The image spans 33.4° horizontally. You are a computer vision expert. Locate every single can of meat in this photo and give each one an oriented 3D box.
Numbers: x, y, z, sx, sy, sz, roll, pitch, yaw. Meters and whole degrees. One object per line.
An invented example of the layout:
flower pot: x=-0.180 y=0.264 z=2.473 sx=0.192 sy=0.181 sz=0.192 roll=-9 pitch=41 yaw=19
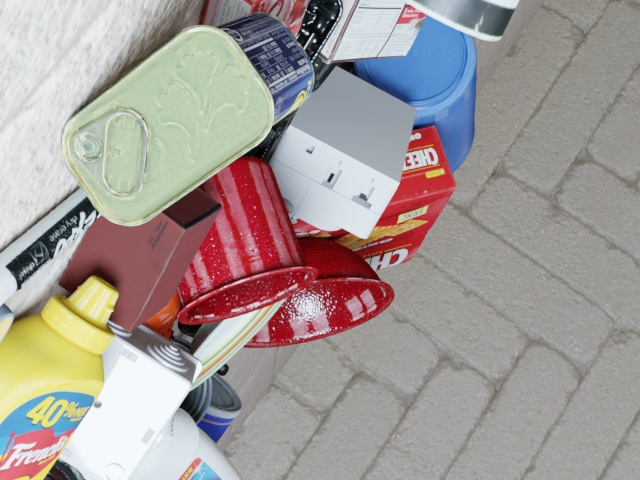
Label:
can of meat: x=-0.058 y=-0.060 z=0.500 sx=0.102 sy=0.057 sz=0.083 roll=-33 pitch=-173 yaw=23

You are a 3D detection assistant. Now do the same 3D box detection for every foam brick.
foam brick: x=-0.102 y=0.002 z=0.611 sx=0.078 sy=0.053 sz=0.051 roll=-57 pitch=174 yaw=24

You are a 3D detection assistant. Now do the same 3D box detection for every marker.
marker: x=-0.127 y=-0.008 z=0.524 sx=0.121 sy=0.020 sz=0.020 roll=-50 pitch=172 yaw=-43

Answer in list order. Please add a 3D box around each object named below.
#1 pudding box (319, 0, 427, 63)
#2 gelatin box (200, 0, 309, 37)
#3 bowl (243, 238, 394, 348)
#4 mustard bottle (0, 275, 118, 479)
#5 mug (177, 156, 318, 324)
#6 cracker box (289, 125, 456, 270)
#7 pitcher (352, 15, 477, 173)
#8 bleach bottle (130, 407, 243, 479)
pudding box: x=0.043 y=-0.176 z=0.719 sx=0.089 sy=0.039 sz=0.114 roll=-14 pitch=139 yaw=-47
gelatin box: x=-0.034 y=-0.123 z=0.574 sx=0.073 sy=0.030 sz=0.089 roll=-51 pitch=172 yaw=-34
bowl: x=-0.019 y=0.041 z=0.928 sx=0.162 sy=0.055 sz=0.162 roll=-11 pitch=159 yaw=-4
mustard bottle: x=-0.171 y=0.102 z=0.580 sx=0.191 sy=0.058 sz=0.096 roll=-56 pitch=158 yaw=-1
mug: x=-0.055 y=0.001 z=0.687 sx=0.093 sy=0.081 sz=0.117 roll=-23 pitch=166 yaw=12
cracker box: x=0.022 y=-0.020 z=1.002 sx=0.164 sy=0.072 sz=0.214 roll=-14 pitch=163 yaw=-10
pitcher: x=0.090 y=-0.150 z=1.036 sx=0.145 sy=0.149 sz=0.243 roll=-40 pitch=170 yaw=-3
bleach bottle: x=-0.120 y=0.194 z=0.835 sx=0.102 sy=0.068 sz=0.251 roll=-41 pitch=150 yaw=-11
